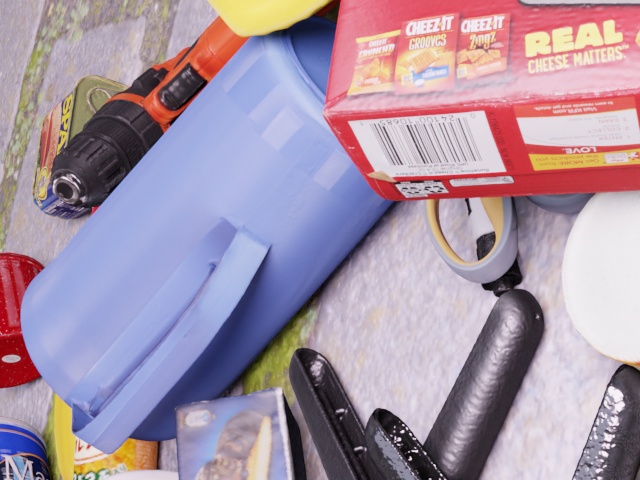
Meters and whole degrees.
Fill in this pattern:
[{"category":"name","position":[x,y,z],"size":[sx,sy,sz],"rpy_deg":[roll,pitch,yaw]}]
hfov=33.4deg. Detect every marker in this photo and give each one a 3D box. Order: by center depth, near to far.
[{"category":"marker","position":[0.076,-0.029,0.505],"size":[0.020,0.020,0.121],"rpy_deg":[-37,49,42]}]

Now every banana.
[{"category":"banana","position":[-0.169,0.092,0.792],"size":[0.070,0.037,0.198],"rpy_deg":[8,84,56]}]

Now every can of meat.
[{"category":"can of meat","position":[-0.196,-0.073,0.879],"size":[0.084,0.057,0.102],"rpy_deg":[-21,60,53]}]

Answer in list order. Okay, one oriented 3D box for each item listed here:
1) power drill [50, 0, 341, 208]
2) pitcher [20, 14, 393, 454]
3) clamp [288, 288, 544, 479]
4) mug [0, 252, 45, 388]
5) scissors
[{"category":"power drill","position":[-0.071,-0.107,0.645],"size":[0.188,0.057,0.184],"rpy_deg":[-35,14,37]},{"category":"pitcher","position":[-0.054,0.001,0.582],"size":[0.243,0.144,0.149],"rpy_deg":[-46,61,31]},{"category":"clamp","position":[0.042,0.127,0.478],"size":[0.165,0.036,0.210],"rpy_deg":[-31,53,45]},{"category":"mug","position":[-0.269,0.078,0.907],"size":[0.117,0.093,0.081],"rpy_deg":[96,157,-50]},{"category":"scissors","position":[0.079,-0.075,0.499],"size":[0.096,0.016,0.202],"rpy_deg":[-18,56,26]}]
